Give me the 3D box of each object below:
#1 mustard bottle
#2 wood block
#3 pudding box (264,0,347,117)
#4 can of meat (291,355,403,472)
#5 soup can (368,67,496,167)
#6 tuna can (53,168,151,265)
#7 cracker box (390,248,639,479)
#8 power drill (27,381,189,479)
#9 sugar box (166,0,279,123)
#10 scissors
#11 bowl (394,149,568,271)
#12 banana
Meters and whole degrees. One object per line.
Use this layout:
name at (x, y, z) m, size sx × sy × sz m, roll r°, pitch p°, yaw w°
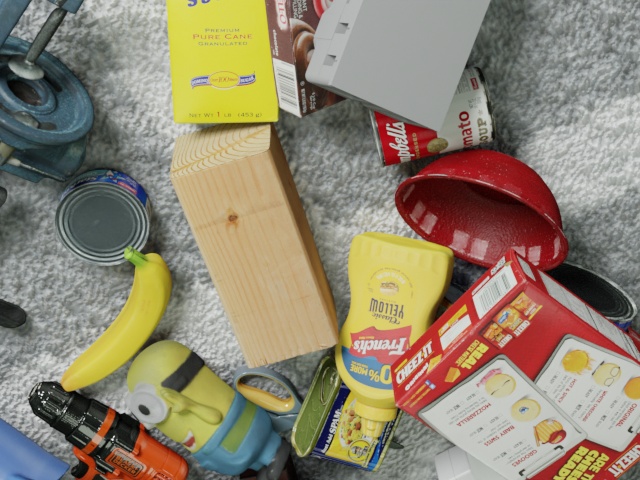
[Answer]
mustard bottle at (0.063, 0.093, 1.007) m, size 0.096 × 0.058 × 0.192 m, roll 12°, pitch 100°, yaw 17°
wood block at (-0.056, 0.001, 0.968) m, size 0.091 × 0.090 × 0.206 m, roll -16°, pitch 119°, yaw 6°
pudding box at (0.002, -0.170, 0.884) m, size 0.089 × 0.039 × 0.113 m, roll -25°, pitch 126°, yaw -31°
can of meat at (0.030, 0.177, 1.077) m, size 0.083 × 0.057 × 0.102 m, roll 19°, pitch 99°, yaw -20°
soup can at (0.095, -0.107, 0.930) m, size 0.102 × 0.068 × 0.068 m, roll -13°, pitch 119°, yaw 3°
tuna can at (-0.198, -0.022, 0.978) m, size 0.086 × 0.034 × 0.086 m, roll -1°, pitch 119°, yaw -3°
cracker box at (0.195, 0.130, 0.949) m, size 0.213 × 0.072 × 0.164 m, roll 35°, pitch 112°, yaw -18°
power drill at (-0.258, 0.248, 1.108) m, size 0.184 × 0.057 × 0.188 m, roll 36°, pitch 112°, yaw -14°
sugar box at (-0.081, -0.187, 0.888) m, size 0.093 × 0.048 × 0.176 m, roll -2°, pitch 120°, yaw -3°
scissors at (-0.017, 0.198, 1.120) m, size 0.201 × 0.016 × 0.096 m, roll 35°, pitch 113°, yaw -20°
bowl at (0.150, -0.034, 0.954) m, size 0.162 × 0.055 × 0.162 m, roll 21°, pitch 158°, yaw 9°
banana at (-0.188, 0.076, 1.023) m, size 0.069 × 0.037 × 0.198 m, roll 10°, pitch 128°, yaw -29°
